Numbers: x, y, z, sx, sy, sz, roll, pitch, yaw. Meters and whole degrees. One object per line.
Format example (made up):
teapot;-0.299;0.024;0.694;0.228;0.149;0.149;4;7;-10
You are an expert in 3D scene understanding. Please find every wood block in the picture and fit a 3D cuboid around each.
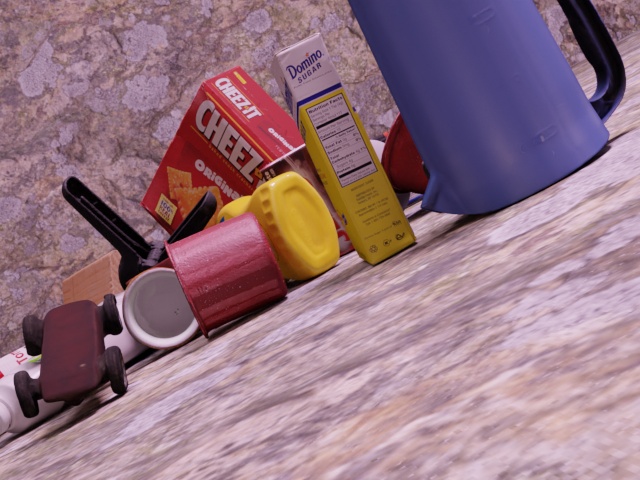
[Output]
wood block;-0.258;0.075;1.370;0.090;0.091;0.206;-1;-11;-30

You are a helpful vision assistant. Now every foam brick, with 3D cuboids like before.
foam brick;-0.150;0.060;1.060;0.053;0.078;0.051;-28;5;1

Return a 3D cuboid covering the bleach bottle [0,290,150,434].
bleach bottle;-0.246;0.123;1.038;0.103;0.068;0.250;-25;7;32

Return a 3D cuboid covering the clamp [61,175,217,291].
clamp;-0.165;0.018;1.116;0.165;0.210;0.036;2;43;20

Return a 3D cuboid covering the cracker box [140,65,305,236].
cracker box;-0.099;-0.062;1.209;0.072;0.164;0.214;-34;-15;-45

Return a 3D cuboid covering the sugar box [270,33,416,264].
sugar box;0.015;-0.070;0.843;0.048;0.176;0.093;-28;4;-3

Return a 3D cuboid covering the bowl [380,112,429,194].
bowl;0.132;-0.100;1.025;0.161;0.055;0.162;-37;-31;-27

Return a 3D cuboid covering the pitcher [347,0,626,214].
pitcher;0.107;-0.152;0.775;0.145;0.243;0.149;-22;12;36

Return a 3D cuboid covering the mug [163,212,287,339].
mug;-0.079;0.031;0.933;0.081;0.093;0.117;-24;-24;-5

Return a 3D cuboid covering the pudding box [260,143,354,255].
pudding box;0.009;-0.042;1.027;0.090;0.113;0.039;-27;5;28

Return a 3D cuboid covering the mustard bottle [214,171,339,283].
mustard bottle;-0.057;0.001;1.031;0.058;0.096;0.192;-30;4;-30
